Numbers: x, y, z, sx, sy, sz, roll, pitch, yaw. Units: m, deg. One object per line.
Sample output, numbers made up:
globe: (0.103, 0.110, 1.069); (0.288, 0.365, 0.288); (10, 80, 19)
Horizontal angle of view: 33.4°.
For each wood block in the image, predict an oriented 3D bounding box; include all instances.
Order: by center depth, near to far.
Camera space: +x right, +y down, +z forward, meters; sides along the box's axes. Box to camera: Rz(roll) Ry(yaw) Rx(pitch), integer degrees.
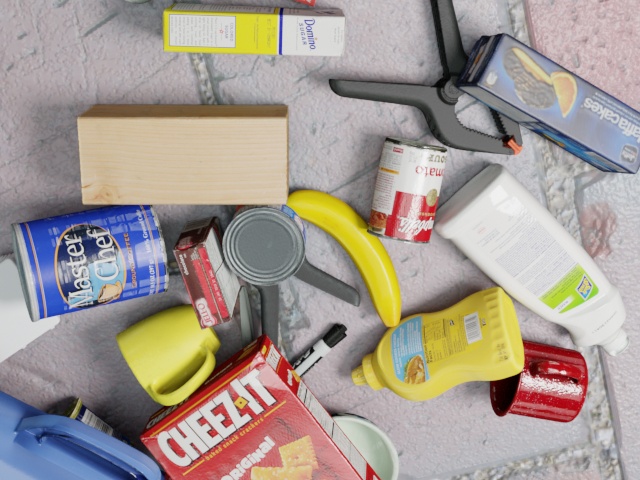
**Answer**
wood block: (-0.136, -0.089, 1.097); (0.206, 0.090, 0.091); (0, 106, 0)

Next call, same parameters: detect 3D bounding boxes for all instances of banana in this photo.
banana: (0.029, 0.007, 1.150); (0.197, 0.037, 0.069); (42, 92, -11)

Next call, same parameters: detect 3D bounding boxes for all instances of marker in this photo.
marker: (-0.015, 0.137, 1.200); (0.121, 0.020, 0.020); (-44, 102, 11)

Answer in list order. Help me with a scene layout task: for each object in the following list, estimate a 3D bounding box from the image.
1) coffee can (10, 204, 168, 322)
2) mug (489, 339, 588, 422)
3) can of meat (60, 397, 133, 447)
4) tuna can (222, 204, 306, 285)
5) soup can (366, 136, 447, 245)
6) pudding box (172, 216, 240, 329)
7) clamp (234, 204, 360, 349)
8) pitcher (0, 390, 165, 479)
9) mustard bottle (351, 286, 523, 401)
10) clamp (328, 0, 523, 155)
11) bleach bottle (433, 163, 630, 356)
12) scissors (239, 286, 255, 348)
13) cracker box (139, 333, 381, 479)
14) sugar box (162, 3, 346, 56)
coffee can: (-0.238, 0.019, 1.099); (0.140, 0.103, 0.103); (-12, 107, -19)
mug: (0.243, 0.150, 1.160); (0.081, 0.117, 0.093); (11, 68, -9)
can of meat: (-0.275, 0.244, 1.211); (0.084, 0.057, 0.102); (40, 102, -13)
tuna can: (-0.057, 0.001, 1.108); (0.086, 0.033, 0.086); (1, 110, 2)
soup can: (0.091, -0.052, 1.115); (0.068, 0.068, 0.102); (10, 99, -3)
pudding box: (-0.118, 0.031, 1.120); (0.039, 0.113, 0.090); (-15, 105, 7)
clamp: (-0.050, 0.041, 1.158); (0.120, 0.039, 0.171); (-41, 99, -8)
pitcher: (-0.289, 0.239, 1.110); (0.242, 0.145, 0.149); (32, 84, -10)
mustard bottle: (0.120, 0.122, 1.154); (0.192, 0.096, 0.058); (-21, 144, 23)
clamp: (0.122, -0.154, 1.104); (0.164, 0.036, 0.210); (-42, 105, 3)
bleach bottle: (0.239, 0.037, 1.151); (0.103, 0.068, 0.250); (-42, 105, 11)
scissors: (-0.093, 0.161, 1.182); (0.096, 0.016, 0.202); (-21, 92, -5)
cracker box: (-0.061, 0.235, 1.134); (0.164, 0.072, 0.213); (-37, 98, 9)
sugar box: (-0.064, -0.209, 1.061); (0.176, 0.093, 0.048); (4, 107, -1)
